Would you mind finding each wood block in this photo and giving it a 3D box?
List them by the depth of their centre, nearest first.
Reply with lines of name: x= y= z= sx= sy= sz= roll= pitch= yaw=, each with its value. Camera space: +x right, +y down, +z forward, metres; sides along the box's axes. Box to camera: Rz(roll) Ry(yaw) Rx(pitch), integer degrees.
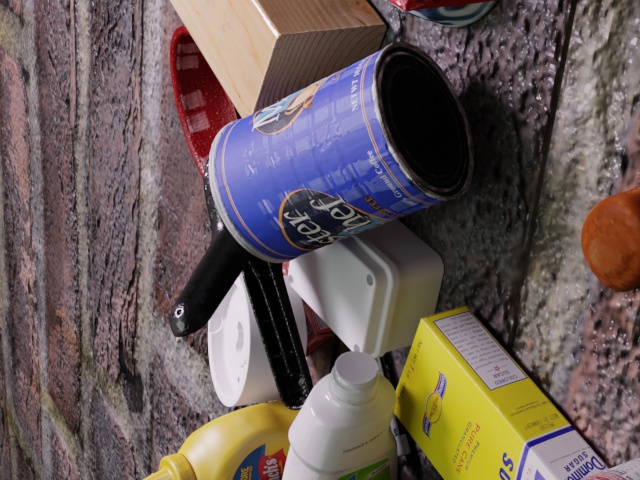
wood block: x=-0.048 y=-0.188 z=0.802 sx=0.206 sy=0.090 sz=0.090 roll=58 pitch=144 yaw=31

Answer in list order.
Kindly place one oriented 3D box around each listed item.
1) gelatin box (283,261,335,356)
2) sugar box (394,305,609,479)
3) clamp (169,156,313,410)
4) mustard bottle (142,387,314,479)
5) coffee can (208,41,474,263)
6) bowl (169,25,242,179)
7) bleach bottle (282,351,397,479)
gelatin box: x=-0.022 y=0.050 z=0.898 sx=0.073 sy=0.030 sz=0.089 roll=-44 pitch=62 yaw=56
sugar box: x=0.116 y=0.135 z=0.677 sx=0.176 sy=0.048 sz=0.093 roll=53 pitch=143 yaw=39
clamp: x=-0.055 y=0.001 z=0.737 sx=0.036 sy=0.164 sz=0.210 roll=-14 pitch=66 yaw=21
mustard bottle: x=-0.046 y=0.165 z=0.817 sx=0.058 sy=0.191 sz=0.096 roll=54 pitch=142 yaw=36
coffee can: x=0.012 y=-0.053 z=0.687 sx=0.141 sy=0.102 sz=0.103 roll=-21 pitch=81 yaw=36
bowl: x=-0.071 y=-0.105 z=0.886 sx=0.162 sy=0.055 sz=0.162 roll=53 pitch=154 yaw=40
bleach bottle: x=0.018 y=0.169 z=0.767 sx=0.068 sy=0.102 sz=0.251 roll=40 pitch=141 yaw=31
